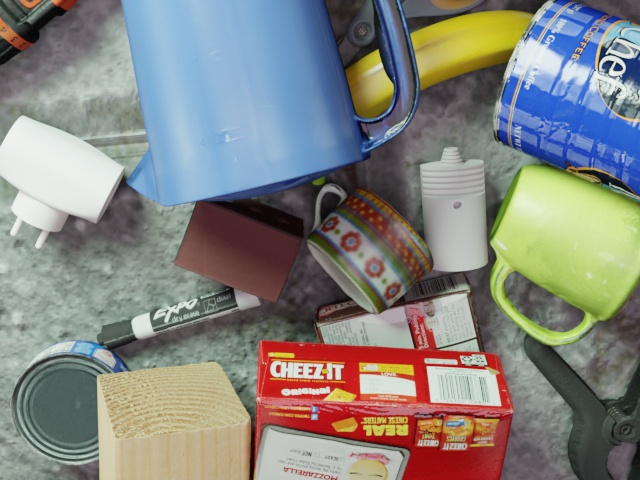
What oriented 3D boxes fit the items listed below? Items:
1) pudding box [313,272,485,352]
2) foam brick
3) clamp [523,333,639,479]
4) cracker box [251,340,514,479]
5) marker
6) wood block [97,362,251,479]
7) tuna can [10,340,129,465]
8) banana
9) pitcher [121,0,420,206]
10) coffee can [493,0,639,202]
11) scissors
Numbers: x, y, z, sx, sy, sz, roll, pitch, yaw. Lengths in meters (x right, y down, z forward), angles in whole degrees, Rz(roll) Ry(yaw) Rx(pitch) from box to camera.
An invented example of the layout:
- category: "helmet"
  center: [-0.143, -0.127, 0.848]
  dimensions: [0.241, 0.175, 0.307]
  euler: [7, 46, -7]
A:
- category: "pudding box"
  center: [0.060, 0.081, 0.763]
  dimensions: [0.113, 0.039, 0.090]
  euler: [-13, 107, 6]
- category: "foam brick"
  center: [-0.055, 0.001, 0.734]
  dimensions: [0.078, 0.053, 0.051]
  euler: [21, 103, -6]
- category: "clamp"
  center: [0.207, 0.126, 0.775]
  dimensions: [0.120, 0.039, 0.171]
  euler: [-1, 105, 4]
- category: "cracker box"
  center: [0.033, 0.173, 0.741]
  dimensions: [0.164, 0.072, 0.214]
  euler: [3, 122, -2]
- category: "marker"
  center: [-0.102, 0.054, 0.765]
  dimensions: [0.121, 0.020, 0.020]
  euler: [-17, 104, 4]
- category: "wood block"
  center: [-0.104, 0.200, 0.744]
  dimensions: [0.090, 0.091, 0.206]
  euler: [-4, 111, -19]
- category: "tuna can"
  center: [-0.178, 0.116, 0.772]
  dimensions: [0.086, 0.034, 0.086]
  euler: [0, 104, -1]
- category: "banana"
  center: [0.063, -0.109, 0.710]
  dimensions: [0.198, 0.069, 0.037]
  euler: [-29, 62, 8]
- category: "pitcher"
  center: [-0.049, -0.148, 0.640]
  dimensions: [0.149, 0.145, 0.243]
  euler: [-17, 97, -36]
- category: "coffee can"
  center: [0.193, -0.080, 0.661]
  dimensions: [0.140, 0.102, 0.103]
  euler: [27, 104, 23]
- category: "scissors"
  center: [0.049, -0.139, 0.719]
  dimensions: [0.096, 0.016, 0.202]
  euler: [25, 103, -6]
